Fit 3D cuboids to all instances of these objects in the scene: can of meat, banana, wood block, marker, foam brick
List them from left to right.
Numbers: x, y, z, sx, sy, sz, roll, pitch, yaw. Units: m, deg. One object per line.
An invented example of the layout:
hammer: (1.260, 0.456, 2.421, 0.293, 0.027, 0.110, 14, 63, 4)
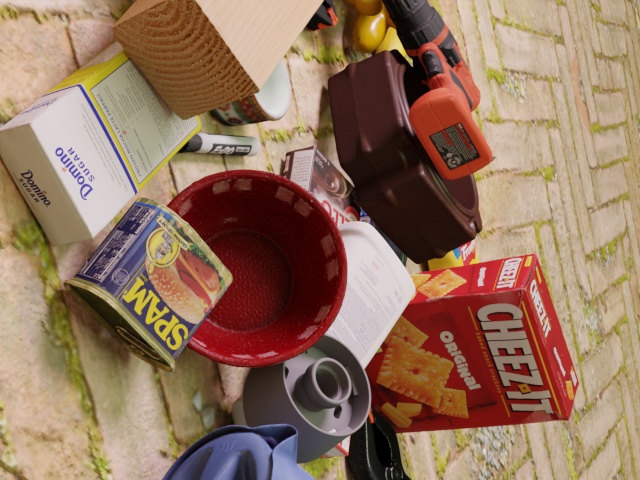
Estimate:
can of meat: (-0.122, 0.031, 0.775, 0.084, 0.058, 0.102, -55, 133, -22)
marker: (-0.092, -0.085, 0.939, 0.120, 0.020, 0.020, -5, 86, -62)
wood block: (-0.059, -0.199, 0.831, 0.090, 0.090, 0.205, 52, 46, -26)
foam brick: (-0.056, 0.001, 0.943, 0.052, 0.051, 0.078, -31, 108, -59)
banana: (0.101, -0.244, 1.335, 0.197, 0.037, 0.069, -61, 152, -48)

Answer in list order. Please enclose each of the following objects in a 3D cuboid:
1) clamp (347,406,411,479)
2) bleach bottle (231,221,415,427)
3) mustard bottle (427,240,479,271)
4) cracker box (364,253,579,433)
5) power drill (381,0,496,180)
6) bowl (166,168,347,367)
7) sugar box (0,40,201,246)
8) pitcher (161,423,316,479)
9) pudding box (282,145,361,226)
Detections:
clamp: (0.063, 0.253, 1.100, 0.171, 0.039, 0.120, 62, 28, -19)
bleach bottle: (-0.010, 0.099, 0.954, 0.102, 0.068, 0.250, 52, 52, -18)
mustard bottle: (0.165, 0.014, 1.344, 0.096, 0.058, 0.191, -17, 96, -59)
cracker box: (0.135, 0.113, 1.088, 0.164, 0.214, 0.072, 67, 31, -24)
power drill: (0.121, -0.167, 1.105, 0.184, 0.057, 0.187, 51, 25, -33)
bowl: (-0.061, 0.027, 0.866, 0.055, 0.162, 0.162, 125, -35, -72)
sugar box: (-0.158, -0.080, 0.787, 0.176, 0.048, 0.093, -53, 126, -50)
pitcher: (-0.018, 0.262, 0.807, 0.242, 0.149, 0.145, 42, 37, -30)
pudding box: (0.001, -0.028, 1.070, 0.113, 0.039, 0.090, 41, 48, -49)
